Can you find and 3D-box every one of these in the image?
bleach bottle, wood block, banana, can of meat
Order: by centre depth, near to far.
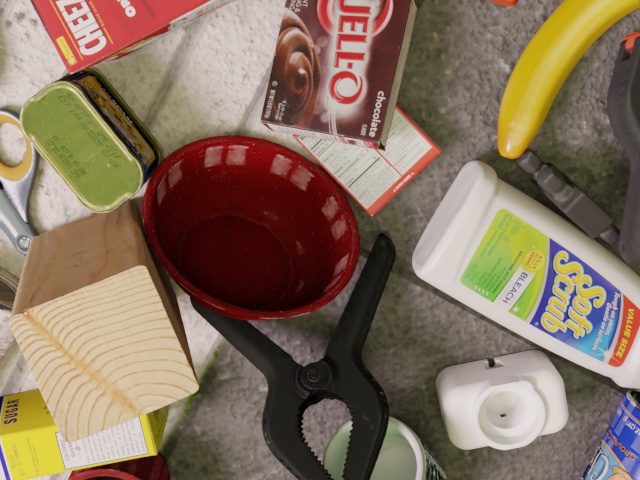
[{"bbox_3d":[-0.149,0.046,0.737,0.090,0.206,0.091,-22,107,-6],"label":"wood block"},{"bbox_3d":[-0.166,-0.074,0.777,0.057,0.084,0.102,-37,102,7],"label":"can of meat"},{"bbox_3d":[0.192,-0.146,0.779,0.198,0.070,0.037,-42,140,15],"label":"banana"},{"bbox_3d":[0.201,0.040,0.824,0.250,0.068,0.103,28,103,-10],"label":"bleach bottle"}]

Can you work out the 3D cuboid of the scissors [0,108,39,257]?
[{"bbox_3d":[-0.219,-0.017,0.825,0.096,0.016,0.201,-43,101,9],"label":"scissors"}]

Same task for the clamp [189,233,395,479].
[{"bbox_3d":[-0.013,0.103,0.803,0.164,0.036,0.210,-9,68,6],"label":"clamp"}]

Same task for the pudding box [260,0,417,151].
[{"bbox_3d":[0.014,-0.127,0.766,0.090,0.039,0.113,11,89,15],"label":"pudding box"}]

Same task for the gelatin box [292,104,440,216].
[{"bbox_3d":[0.035,-0.075,0.808,0.073,0.030,0.089,-44,98,9],"label":"gelatin box"}]

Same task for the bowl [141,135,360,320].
[{"bbox_3d":[-0.055,0.001,0.785,0.162,0.162,0.055,21,140,-6],"label":"bowl"}]

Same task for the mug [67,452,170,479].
[{"bbox_3d":[-0.162,0.219,0.851,0.093,0.081,0.117,-6,104,0],"label":"mug"}]

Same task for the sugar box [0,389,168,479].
[{"bbox_3d":[-0.210,0.145,0.826,0.176,0.093,0.048,-9,103,1],"label":"sugar box"}]

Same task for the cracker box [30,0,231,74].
[{"bbox_3d":[-0.073,-0.192,0.709,0.214,0.164,0.072,-26,101,5],"label":"cracker box"}]
